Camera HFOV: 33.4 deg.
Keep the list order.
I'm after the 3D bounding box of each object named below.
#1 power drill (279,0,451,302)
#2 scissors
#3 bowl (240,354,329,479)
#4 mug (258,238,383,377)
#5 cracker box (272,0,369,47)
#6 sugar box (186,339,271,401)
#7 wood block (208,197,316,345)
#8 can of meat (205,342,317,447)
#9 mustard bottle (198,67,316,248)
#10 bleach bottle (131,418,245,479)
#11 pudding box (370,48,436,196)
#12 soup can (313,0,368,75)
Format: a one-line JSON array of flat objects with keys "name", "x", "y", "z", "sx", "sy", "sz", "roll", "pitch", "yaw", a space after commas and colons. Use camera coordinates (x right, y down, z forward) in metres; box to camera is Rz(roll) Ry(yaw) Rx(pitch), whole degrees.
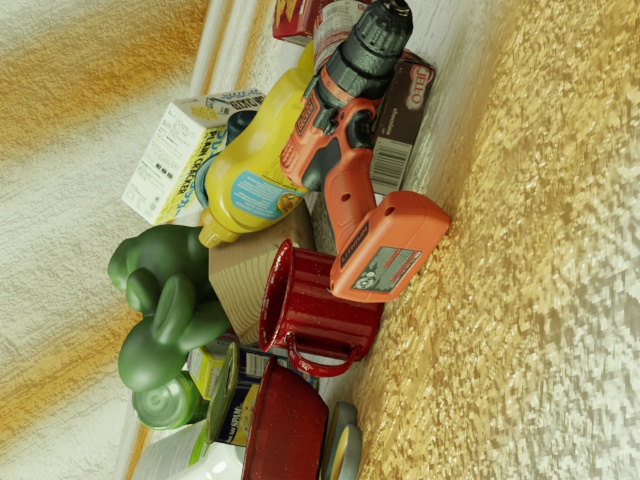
[{"name": "power drill", "x": 0.036, "y": -0.063, "z": 0.794, "sx": 0.185, "sy": 0.057, "sz": 0.188, "roll": -59, "pitch": 34, "yaw": 41}, {"name": "scissors", "x": 0.005, "y": 0.224, "z": 0.822, "sx": 0.096, "sy": 0.016, "sz": 0.201, "roll": 131, "pitch": 150, "yaw": -74}, {"name": "bowl", "x": -0.027, "y": 0.177, "z": 0.874, "sx": 0.162, "sy": 0.055, "sz": 0.162, "roll": 10, "pitch": -91, "yaw": -86}, {"name": "mug", "x": 0.001, "y": 0.061, "z": 0.858, "sx": 0.117, "sy": 0.081, "sz": 0.093, "roll": -91, "pitch": 18, "yaw": -47}, {"name": "cracker box", "x": 0.007, "y": -0.304, "z": 1.211, "sx": 0.214, "sy": 0.072, "sz": 0.164, "roll": -142, "pitch": 65, "yaw": -75}, {"name": "sugar box", "x": -0.087, "y": 0.141, "z": 1.138, "sx": 0.176, "sy": 0.093, "sz": 0.048, "roll": -179, "pitch": 101, "yaw": -78}, {"name": "wood block", "x": -0.057, "y": 0.002, "z": 1.081, "sx": 0.206, "sy": 0.091, "sz": 0.090, "roll": -101, "pitch": -10, "yaw": -60}, {"name": "can of meat", "x": -0.056, "y": 0.152, "z": 1.009, "sx": 0.057, "sy": 0.084, "sz": 0.102, "roll": -95, "pitch": 22, "yaw": -55}, {"name": "mustard bottle", "x": -0.048, "y": -0.064, "z": 0.975, "sx": 0.192, "sy": 0.096, "sz": 0.058, "roll": -48, "pitch": 50, "yaw": 21}, {"name": "bleach bottle", "x": -0.120, "y": 0.239, "z": 1.147, "sx": 0.251, "sy": 0.068, "sz": 0.102, "roll": -33, "pitch": 33, "yaw": 47}, {"name": "pudding box", "x": 0.054, "y": -0.103, "z": 0.889, "sx": 0.090, "sy": 0.039, "sz": 0.113, "roll": -113, "pitch": 39, "yaw": -69}, {"name": "soup can", "x": 0.027, "y": -0.176, "z": 1.011, "sx": 0.102, "sy": 0.068, "sz": 0.069, "roll": -91, "pitch": 19, "yaw": -48}]
